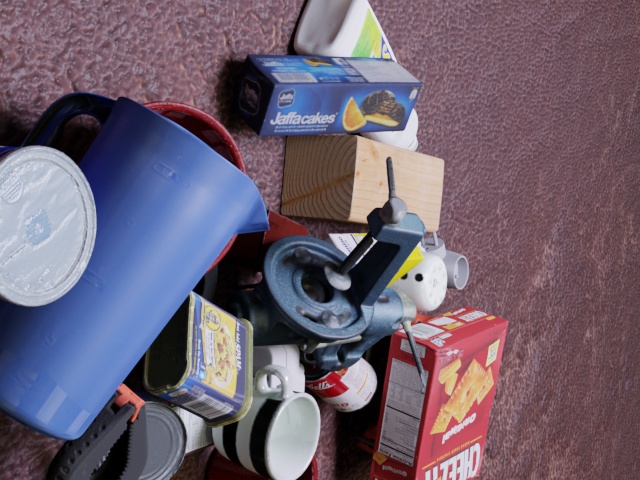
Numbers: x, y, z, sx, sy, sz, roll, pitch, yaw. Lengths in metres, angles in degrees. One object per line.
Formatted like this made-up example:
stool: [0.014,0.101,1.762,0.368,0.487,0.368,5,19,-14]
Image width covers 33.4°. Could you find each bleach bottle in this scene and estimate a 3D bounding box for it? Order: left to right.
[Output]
bleach bottle: [0.058,-0.182,1.229,0.250,0.068,0.102,47,58,-52]

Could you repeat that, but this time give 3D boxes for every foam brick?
foam brick: [-0.057,0.001,1.082,0.078,0.051,0.053,28,70,-56]

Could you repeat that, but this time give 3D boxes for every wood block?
wood block: [0.053,-0.061,1.208,0.205,0.091,0.090,6,90,-58]

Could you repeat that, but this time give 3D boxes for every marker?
marker: [0.045,0.170,1.295,0.020,0.020,0.121,26,72,-56]

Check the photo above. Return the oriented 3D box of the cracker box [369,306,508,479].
cracker box: [0.142,0.200,1.269,0.163,0.072,0.214,-12,114,-51]

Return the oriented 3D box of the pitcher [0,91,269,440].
pitcher: [-0.169,0.017,0.803,0.243,0.149,0.144,-56,140,-5]

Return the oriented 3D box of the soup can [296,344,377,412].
soup can: [0.014,0.145,1.198,0.102,0.069,0.068,47,56,-50]

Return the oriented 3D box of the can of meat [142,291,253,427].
can of meat: [-0.107,0.102,0.938,0.083,0.058,0.102,37,41,-44]

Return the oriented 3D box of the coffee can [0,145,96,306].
coffee can: [-0.237,-0.014,0.715,0.102,0.141,0.103,-11,104,-56]

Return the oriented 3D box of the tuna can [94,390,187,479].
tuna can: [-0.161,0.175,0.928,0.086,0.034,0.086,-9,108,-29]

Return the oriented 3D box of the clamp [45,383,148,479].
clamp: [-0.187,0.214,0.865,0.164,0.036,0.210,17,103,-59]

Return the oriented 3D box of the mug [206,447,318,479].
mug: [-0.067,0.249,1.072,0.117,0.082,0.093,-48,132,-44]
